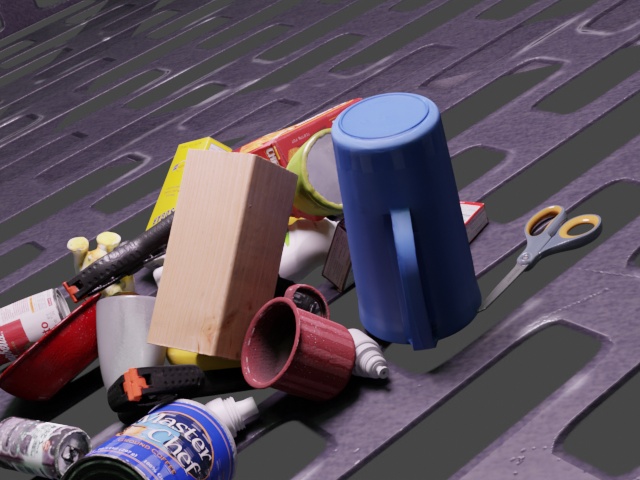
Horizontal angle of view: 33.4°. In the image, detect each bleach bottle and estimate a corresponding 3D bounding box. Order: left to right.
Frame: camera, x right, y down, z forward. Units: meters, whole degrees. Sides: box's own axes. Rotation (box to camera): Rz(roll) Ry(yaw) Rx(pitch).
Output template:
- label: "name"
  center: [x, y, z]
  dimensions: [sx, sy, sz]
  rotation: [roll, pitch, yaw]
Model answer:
- label: "bleach bottle"
  center: [-0.071, 0.033, 1.292]
  dimensions: [0.250, 0.068, 0.103]
  rotation: [-21, 34, -9]

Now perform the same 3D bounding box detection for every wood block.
- label: "wood block"
  center: [-0.100, 0.017, 1.112]
  dimensions: [0.091, 0.206, 0.090]
  rotation: [7, -7, 32]

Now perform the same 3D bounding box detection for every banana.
- label: "banana"
  center: [-0.098, 0.120, 1.177]
  dimensions: [0.198, 0.037, 0.069]
  rotation: [-6, 33, 25]

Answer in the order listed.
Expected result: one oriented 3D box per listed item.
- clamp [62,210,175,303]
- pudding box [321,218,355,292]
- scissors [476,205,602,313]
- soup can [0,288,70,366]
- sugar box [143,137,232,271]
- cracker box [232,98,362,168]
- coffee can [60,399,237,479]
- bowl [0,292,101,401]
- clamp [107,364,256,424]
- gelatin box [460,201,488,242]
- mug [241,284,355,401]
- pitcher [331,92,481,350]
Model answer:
- label: "clamp"
  center: [-0.221, 0.020, 1.265]
  dimensions: [0.171, 0.039, 0.120]
  rotation: [-30, -12, -8]
- label: "pudding box"
  center: [0.051, -0.002, 1.224]
  dimensions: [0.089, 0.114, 0.039]
  rotation: [-35, 67, -29]
- label: "scissors"
  center: [0.245, 0.019, 1.160]
  dimensions: [0.096, 0.016, 0.201]
  rotation: [-2, 33, 31]
- label: "soup can"
  center: [-0.368, 0.108, 1.341]
  dimensions: [0.102, 0.068, 0.068]
  rotation: [-21, 28, -5]
- label: "sugar box"
  center: [-0.183, -0.046, 1.409]
  dimensions: [0.094, 0.048, 0.176]
  rotation: [-6, 59, 57]
- label: "cracker box"
  center: [-0.048, -0.114, 1.451]
  dimensions: [0.163, 0.072, 0.214]
  rotation: [-31, 9, -35]
- label: "coffee can"
  center: [-0.148, 0.209, 0.930]
  dimensions: [0.103, 0.103, 0.140]
  rotation: [-7, 8, 22]
- label: "bowl"
  center: [-0.295, 0.133, 1.219]
  dimensions: [0.162, 0.055, 0.162]
  rotation: [-41, 2, 1]
- label: "clamp"
  center: [-0.142, 0.145, 1.051]
  dimensions: [0.164, 0.036, 0.210]
  rotation: [-16, -14, 0]
- label: "gelatin box"
  center: [0.146, -0.013, 1.267]
  dimensions: [0.073, 0.030, 0.089]
  rotation: [7, 37, 38]
- label: "mug"
  center: [-0.018, 0.102, 1.066]
  dimensions: [0.093, 0.081, 0.117]
  rotation: [-22, 54, 47]
- label: "pitcher"
  center: [0.086, -0.017, 1.084]
  dimensions: [0.144, 0.243, 0.149]
  rotation: [-35, 38, -29]
